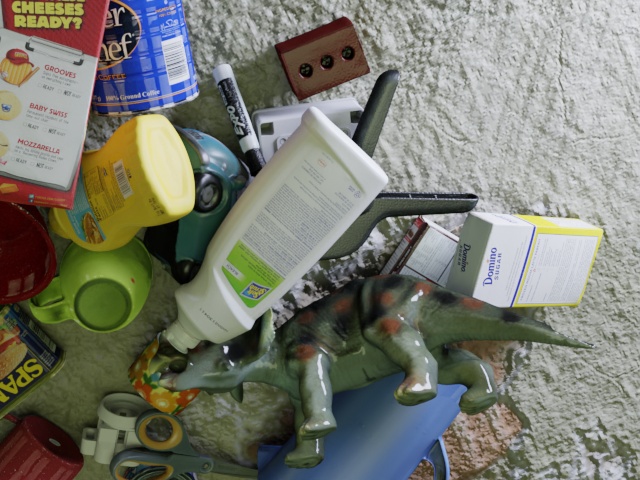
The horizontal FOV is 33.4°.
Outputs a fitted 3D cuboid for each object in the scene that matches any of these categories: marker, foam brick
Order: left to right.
[{"bbox_3d":[-0.076,-0.114,1.027,0.020,0.020,0.121,-20,74,-3],"label":"marker"},{"bbox_3d":[0.002,-0.177,1.039,0.078,0.051,0.053,-23,111,-2],"label":"foam brick"}]

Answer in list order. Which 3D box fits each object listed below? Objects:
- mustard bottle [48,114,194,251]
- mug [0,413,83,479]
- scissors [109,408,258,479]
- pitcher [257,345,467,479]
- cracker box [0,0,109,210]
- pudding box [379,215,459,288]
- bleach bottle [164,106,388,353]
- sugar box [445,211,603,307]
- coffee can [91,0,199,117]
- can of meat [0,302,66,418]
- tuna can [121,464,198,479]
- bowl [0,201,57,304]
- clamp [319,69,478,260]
[{"bbox_3d":[-0.199,-0.042,1.001,0.058,0.192,0.096,-16,86,-48],"label":"mustard bottle"},{"bbox_3d":[-0.309,0.229,1.108,0.117,0.093,0.081,41,93,17],"label":"mug"},{"bbox_3d":[-0.128,0.221,1.137,0.201,0.016,0.096,2,107,-34],"label":"scissors"},{"bbox_3d":[0.063,0.213,1.138,0.149,0.145,0.243,38,95,-29],"label":"pitcher"},{"bbox_3d":[-0.273,-0.142,0.895,0.164,0.072,0.214,7,115,-18],"label":"cracker box"},{"bbox_3d":[0.129,0.039,1.142,0.113,0.039,0.090,30,98,-21],"label":"pudding box"},{"bbox_3d":[-0.056,0.001,0.986,0.102,0.068,0.251,42,98,-11],"label":"bleach bottle"},{"bbox_3d":[0.213,0.022,1.111,0.175,0.048,0.093,4,107,-37],"label":"sugar box"},{"bbox_3d":[-0.173,-0.194,0.974,0.102,0.103,0.140,-11,110,-7],"label":"coffee can"},{"bbox_3d":[-0.323,0.120,1.078,0.102,0.057,0.084,-38,108,4],"label":"can of meat"},{"bbox_3d":[-0.176,0.276,1.168,0.086,0.034,0.086,-3,109,-9],"label":"tuna can"},{"bbox_3d":[-0.324,-0.012,1.013,0.162,0.055,0.162,4,135,4],"label":"bowl"},{"bbox_3d":[0.042,-0.040,1.038,0.210,0.036,0.164,-42,108,3],"label":"clamp"}]
